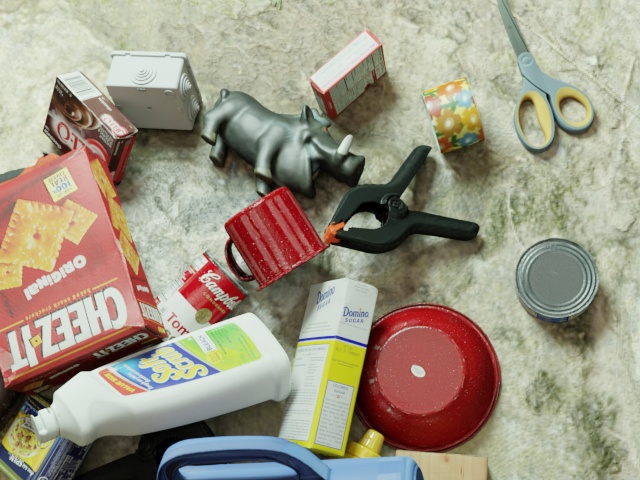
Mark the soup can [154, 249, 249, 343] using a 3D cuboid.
[{"bbox_3d":[-0.136,0.069,1.153,0.102,0.068,0.068,-44,73,-3],"label":"soup can"}]

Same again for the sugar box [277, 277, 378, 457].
[{"bbox_3d":[0.007,0.130,1.101,0.048,0.093,0.176,21,75,-22],"label":"sugar box"}]

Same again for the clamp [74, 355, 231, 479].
[{"bbox_3d":[-0.180,0.225,1.110,0.210,0.036,0.164,21,82,34],"label":"clamp"}]

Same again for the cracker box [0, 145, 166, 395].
[{"bbox_3d":[-0.277,0.032,1.122,0.164,0.072,0.214,-24,72,7],"label":"cracker box"}]

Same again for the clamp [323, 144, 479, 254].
[{"bbox_3d":[0.077,-0.041,1.143,0.171,0.039,0.120,-10,60,-23],"label":"clamp"}]

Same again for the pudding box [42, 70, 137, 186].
[{"bbox_3d":[-0.264,-0.125,1.219,0.039,0.090,0.113,-25,64,-42],"label":"pudding box"}]

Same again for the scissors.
[{"bbox_3d":[0.251,-0.194,1.194,0.096,0.016,0.202,-4,74,6],"label":"scissors"}]

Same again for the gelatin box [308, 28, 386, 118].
[{"bbox_3d":[0.032,-0.187,1.196,0.089,0.073,0.030,-42,73,-4],"label":"gelatin box"}]

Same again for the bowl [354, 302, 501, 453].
[{"bbox_3d":[0.105,0.138,1.104,0.162,0.055,0.162,-3,74,9],"label":"bowl"}]

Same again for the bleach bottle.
[{"bbox_3d":[-0.161,0.152,1.072,0.250,0.068,0.103,-18,41,-24],"label":"bleach bottle"}]

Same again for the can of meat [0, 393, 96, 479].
[{"bbox_3d":[-0.290,0.217,1.126,0.102,0.057,0.084,23,81,44],"label":"can of meat"}]

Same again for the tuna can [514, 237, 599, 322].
[{"bbox_3d":[0.247,0.042,1.119,0.086,0.033,0.086,-2,74,8],"label":"tuna can"}]

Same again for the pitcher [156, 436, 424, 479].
[{"bbox_3d":[-0.028,0.253,0.967,0.243,0.149,0.145,-8,71,11],"label":"pitcher"}]

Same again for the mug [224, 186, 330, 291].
[{"bbox_3d":[-0.058,0.001,1.144,0.117,0.093,0.081,-32,90,36],"label":"mug"}]
